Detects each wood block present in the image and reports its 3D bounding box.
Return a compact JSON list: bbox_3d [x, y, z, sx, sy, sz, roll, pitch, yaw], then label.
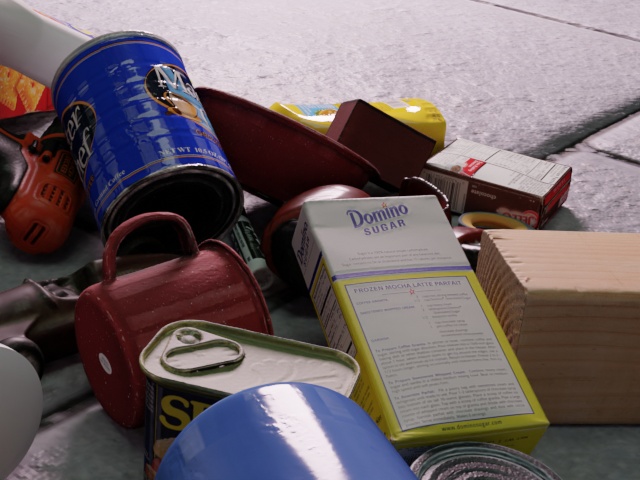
[{"bbox_3d":[0.204,0.052,0.656,0.206,0.090,0.091,1,25,-9],"label":"wood block"}]

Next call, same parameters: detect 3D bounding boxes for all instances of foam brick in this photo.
[{"bbox_3d":[0.046,-0.078,0.896,0.078,0.051,0.053,27,-4,-15],"label":"foam brick"}]

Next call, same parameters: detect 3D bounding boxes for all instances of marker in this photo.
[{"bbox_3d":[-0.055,0.001,0.790,0.020,0.020,0.121,-1,26,-15],"label":"marker"}]

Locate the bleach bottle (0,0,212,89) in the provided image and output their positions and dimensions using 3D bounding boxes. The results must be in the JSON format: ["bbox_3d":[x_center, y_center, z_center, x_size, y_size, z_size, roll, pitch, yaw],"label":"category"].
[{"bbox_3d":[-0.208,-0.148,0.864,0.250,0.068,0.103,23,9,-39],"label":"bleach bottle"}]

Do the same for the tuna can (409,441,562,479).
[{"bbox_3d":[0.080,0.135,0.517,0.086,0.034,0.086,5,25,-2],"label":"tuna can"}]

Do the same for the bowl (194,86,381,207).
[{"bbox_3d":[-0.036,-0.060,0.835,0.162,0.055,0.162,25,-2,1],"label":"bowl"}]

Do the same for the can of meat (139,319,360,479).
[{"bbox_3d":[-0.037,0.094,0.520,0.102,0.084,0.057,11,26,11],"label":"can of meat"}]

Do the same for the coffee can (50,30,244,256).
[{"bbox_3d":[-0.126,-0.066,0.764,0.102,0.103,0.140,-8,52,-27],"label":"coffee can"}]

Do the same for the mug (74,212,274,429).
[{"bbox_3d":[-0.086,0.043,0.590,0.081,0.117,0.093,-17,11,-31],"label":"mug"}]

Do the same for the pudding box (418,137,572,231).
[{"bbox_3d":[0.150,-0.049,0.918,0.114,0.039,0.089,19,28,22],"label":"pudding box"}]

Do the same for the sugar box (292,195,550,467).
[{"bbox_3d":[0.051,0.050,0.617,0.093,0.048,0.176,-3,45,-20],"label":"sugar box"}]

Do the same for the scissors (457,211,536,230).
[{"bbox_3d":[0.193,0.005,0.839,0.201,0.016,0.096,3,25,-6],"label":"scissors"}]

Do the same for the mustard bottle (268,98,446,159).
[{"bbox_3d":[0.010,-0.097,0.964,0.191,0.058,0.096,-3,19,-19],"label":"mustard bottle"}]

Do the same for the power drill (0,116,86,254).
[{"bbox_3d":[-0.252,-0.086,0.791,0.187,0.057,0.184,32,23,-19],"label":"power drill"}]
